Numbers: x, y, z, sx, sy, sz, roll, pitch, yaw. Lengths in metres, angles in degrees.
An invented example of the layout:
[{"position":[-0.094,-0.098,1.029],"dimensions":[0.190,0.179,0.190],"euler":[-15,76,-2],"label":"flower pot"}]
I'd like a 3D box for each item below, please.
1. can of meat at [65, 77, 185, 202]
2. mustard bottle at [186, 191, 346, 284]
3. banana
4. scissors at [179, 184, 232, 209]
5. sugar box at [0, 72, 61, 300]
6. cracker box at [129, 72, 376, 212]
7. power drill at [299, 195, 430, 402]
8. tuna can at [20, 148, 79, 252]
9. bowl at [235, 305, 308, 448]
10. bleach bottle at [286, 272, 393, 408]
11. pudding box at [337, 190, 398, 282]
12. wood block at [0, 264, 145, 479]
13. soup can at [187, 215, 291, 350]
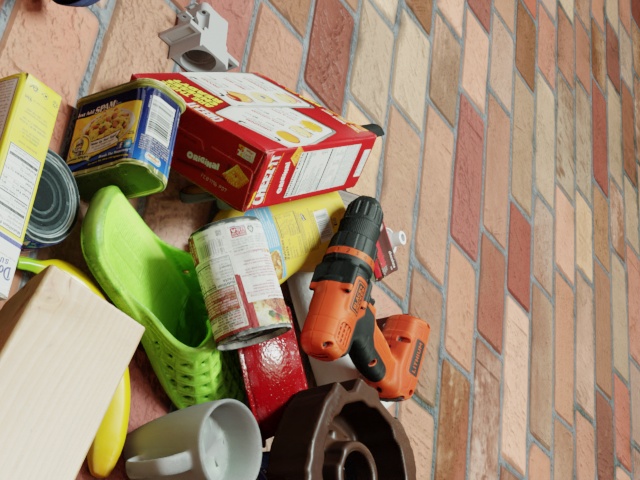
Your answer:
[{"position":[-0.173,-0.084,0.928],"dimensions":[0.057,0.102,0.084],"euler":[38,50,-46],"label":"can of meat"},{"position":[-0.057,0.001,1.090],"dimensions":[0.191,0.058,0.096],"euler":[-17,94,-38],"label":"mustard bottle"},{"position":[-0.195,0.096,0.891],"dimensions":[0.069,0.037,0.198],"euler":[-24,98,-33],"label":"banana"},{"position":[-0.078,-0.061,1.106],"dimensions":[0.201,0.096,0.016],"euler":[-46,135,-70],"label":"scissors"},{"position":[-0.253,-0.034,0.786],"dimensions":[0.048,0.093,0.176],"euler":[37,50,-46],"label":"sugar box"},{"position":[-0.069,-0.102,1.046],"dimensions":[0.213,0.164,0.072],"euler":[-17,133,-58],"label":"cracker box"},{"position":[0.052,0.071,1.117],"dimensions":[0.187,0.057,0.184],"euler":[50,51,-45],"label":"power drill"},{"position":[-0.237,-0.035,0.869],"dimensions":[0.086,0.034,0.086],"euler":[28,56,-51],"label":"tuna can"},{"position":[-0.046,0.114,1.027],"dimensions":[0.162,0.055,0.162],"euler":[168,-90,-88],"label":"bowl"},{"position":[0.013,0.077,1.206],"dimensions":[0.102,0.068,0.251],"euler":[-25,98,-59],"label":"bleach bottle"},{"position":[0.034,-0.010,1.215],"dimensions":[0.039,0.114,0.090],"euler":[-31,118,-25],"label":"pudding box"},{"position":[-0.218,0.133,0.760],"dimensions":[0.090,0.090,0.206],"euler":[37,47,-20],"label":"wood block"},{"position":[-0.071,0.037,0.928],"dimensions":[0.068,0.069,0.102],"euler":[4,66,-58],"label":"soup can"}]
